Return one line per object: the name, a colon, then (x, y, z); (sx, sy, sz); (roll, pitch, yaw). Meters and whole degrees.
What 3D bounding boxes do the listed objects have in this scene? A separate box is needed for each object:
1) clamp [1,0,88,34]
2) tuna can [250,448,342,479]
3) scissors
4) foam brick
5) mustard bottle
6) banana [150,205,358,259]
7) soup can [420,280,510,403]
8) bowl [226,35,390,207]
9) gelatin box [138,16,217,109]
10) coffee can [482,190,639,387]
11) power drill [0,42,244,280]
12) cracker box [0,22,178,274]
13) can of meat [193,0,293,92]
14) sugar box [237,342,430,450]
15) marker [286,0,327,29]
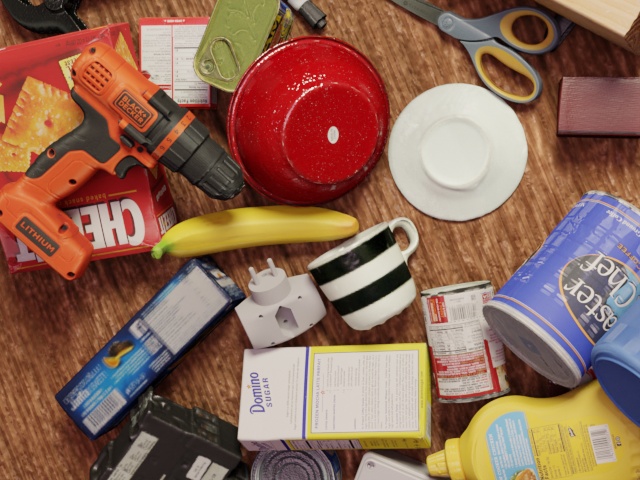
clamp: (-0.252, -0.227, 1.057); (0.172, 0.039, 0.120); (12, 90, 16)
tuna can: (-0.024, 0.228, 1.033); (0.086, 0.033, 0.086); (0, 92, 11)
scissors: (0.136, -0.211, 0.983); (0.202, 0.016, 0.096); (45, 121, 6)
foam brick: (0.252, -0.119, 0.958); (0.078, 0.053, 0.051); (2, 93, 10)
mustard bottle: (0.188, 0.184, 0.944); (0.192, 0.058, 0.096); (-14, 93, 15)
banana: (-0.066, -0.006, 1.010); (0.197, 0.070, 0.037); (-9, 119, -14)
soup can: (0.132, 0.092, 0.981); (0.068, 0.068, 0.102); (-10, 90, 11)
bowl: (0.000, -0.101, 0.965); (0.162, 0.055, 0.162); (-7, 109, -20)
gelatin box: (-0.138, -0.172, 1.041); (0.073, 0.030, 0.089); (1, 95, 10)
coffee can: (0.224, 0.042, 0.923); (0.103, 0.103, 0.140); (42, 79, 6)
power drill: (-0.187, -0.055, 0.960); (0.184, 0.057, 0.188); (42, 101, -8)
cracker box: (-0.242, -0.086, 1.023); (0.164, 0.072, 0.214); (-9, 103, 11)
can of meat: (-0.069, -0.187, 1.000); (0.057, 0.084, 0.102); (23, 96, 9)
sugar box: (0.014, 0.148, 1.002); (0.176, 0.048, 0.093); (-3, 63, 13)
marker: (-0.038, -0.248, 1.025); (0.020, 0.020, 0.121); (-44, 84, 9)
